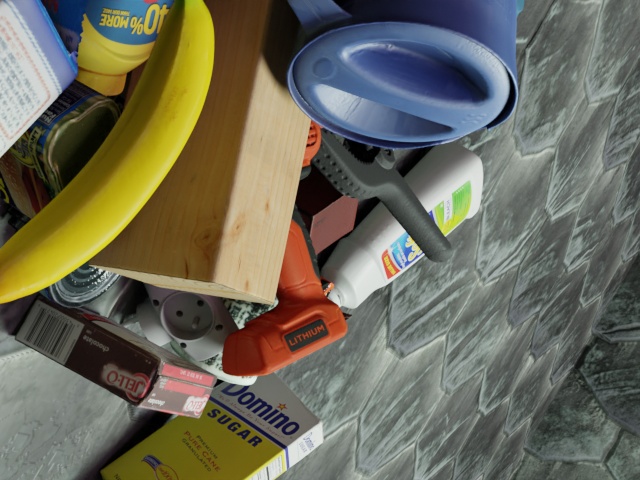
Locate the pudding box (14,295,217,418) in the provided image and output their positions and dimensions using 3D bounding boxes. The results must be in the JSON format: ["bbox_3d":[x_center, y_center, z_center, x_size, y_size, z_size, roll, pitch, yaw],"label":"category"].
[{"bbox_3d":[-0.139,0.082,0.740,0.039,0.114,0.090,-62,156,-4],"label":"pudding box"}]

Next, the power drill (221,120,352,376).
[{"bbox_3d":[-0.055,0.001,0.788,0.184,0.057,0.187,-20,101,-43],"label":"power drill"}]

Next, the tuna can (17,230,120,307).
[{"bbox_3d":[-0.160,0.001,0.708,0.086,0.034,0.086,-44,151,-33],"label":"tuna can"}]

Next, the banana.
[{"bbox_3d":[-0.106,-0.048,0.553,0.069,0.037,0.198,32,86,-48],"label":"banana"}]

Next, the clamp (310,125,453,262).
[{"bbox_3d":[0.050,-0.065,0.952,0.036,0.164,0.209,-24,160,34],"label":"clamp"}]

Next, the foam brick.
[{"bbox_3d":[-0.008,-0.026,0.955,0.078,0.051,0.053,-34,144,-46],"label":"foam brick"}]

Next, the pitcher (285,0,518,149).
[{"bbox_3d":[0.053,-0.192,0.648,0.149,0.145,0.243,96,1,-66],"label":"pitcher"}]

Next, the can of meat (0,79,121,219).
[{"bbox_3d":[-0.154,-0.052,0.598,0.057,0.084,0.102,-46,152,-30],"label":"can of meat"}]

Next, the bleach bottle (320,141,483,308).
[{"bbox_3d":[0.078,-0.002,1.143,0.250,0.068,0.102,-43,150,-30],"label":"bleach bottle"}]

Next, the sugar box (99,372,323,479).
[{"bbox_3d":[-0.092,0.188,0.934,0.176,0.093,0.048,-36,148,-22],"label":"sugar box"}]

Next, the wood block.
[{"bbox_3d":[-0.064,-0.072,0.669,0.090,0.091,0.206,28,71,-66],"label":"wood block"}]

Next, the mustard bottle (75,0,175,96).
[{"bbox_3d":[-0.112,-0.158,0.596,0.096,0.058,0.192,-15,130,-56],"label":"mustard bottle"}]
